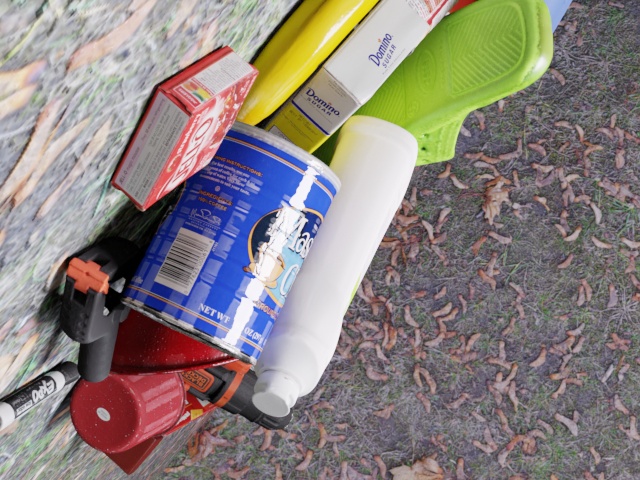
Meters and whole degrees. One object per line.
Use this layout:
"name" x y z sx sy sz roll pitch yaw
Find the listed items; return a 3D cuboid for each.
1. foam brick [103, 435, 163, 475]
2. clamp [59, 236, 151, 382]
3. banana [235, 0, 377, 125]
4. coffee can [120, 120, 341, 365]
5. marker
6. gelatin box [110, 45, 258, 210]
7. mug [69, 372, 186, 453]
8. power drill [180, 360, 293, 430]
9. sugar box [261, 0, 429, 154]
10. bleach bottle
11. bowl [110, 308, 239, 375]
"foam brick" -0.230 0.225 1.236 0.053 0.078 0.051 -50 173 -5
"clamp" -0.157 0.050 0.770 0.171 0.039 0.120 48 63 -82
"banana" 0.006 -0.154 0.748 0.197 0.037 0.070 -49 174 -15
"coffee can" -0.061 0.001 0.737 0.103 0.103 0.140 98 17 -80
"marker" -0.225 0.121 0.845 0.020 0.020 0.121 -52 175 20
"gelatin box" -0.082 -0.068 0.650 0.073 0.030 0.089 -44 172 -49
"mug" -0.188 0.145 1.035 0.081 0.093 0.117 -20 120 -71
"power drill" -0.068 0.094 1.082 0.188 0.184 0.057 -52 -164 21
"sugar box" 0.009 -0.114 0.830 0.093 0.048 0.176 -51 -171 -25
"bleach bottle" 0.006 0.021 0.814 0.103 0.068 0.250 103 8 -49
"bowl" -0.119 0.073 0.951 0.162 0.055 0.162 -7 -173 1
